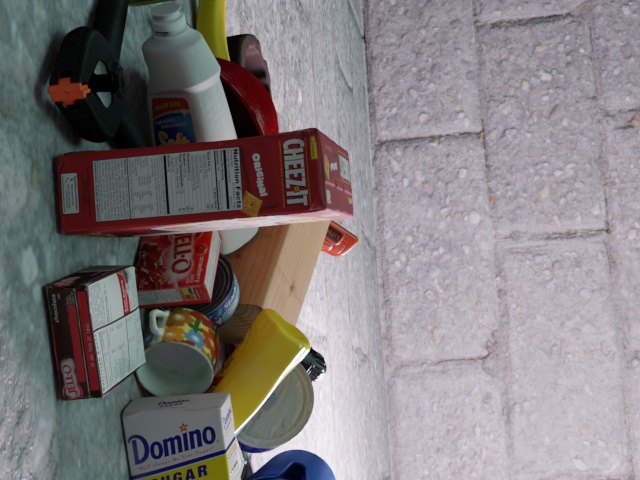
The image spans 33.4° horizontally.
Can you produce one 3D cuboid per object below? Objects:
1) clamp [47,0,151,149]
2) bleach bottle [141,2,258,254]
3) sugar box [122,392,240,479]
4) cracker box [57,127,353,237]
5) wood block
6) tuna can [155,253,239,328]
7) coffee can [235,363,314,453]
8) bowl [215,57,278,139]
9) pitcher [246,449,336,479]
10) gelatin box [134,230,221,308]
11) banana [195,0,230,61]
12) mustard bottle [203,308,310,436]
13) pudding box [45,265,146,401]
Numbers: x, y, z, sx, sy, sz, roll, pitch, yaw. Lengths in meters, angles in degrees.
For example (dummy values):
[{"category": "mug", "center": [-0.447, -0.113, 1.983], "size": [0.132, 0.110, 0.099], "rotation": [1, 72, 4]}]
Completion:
[{"category": "clamp", "center": [-0.184, -0.125, 0.912], "size": [0.210, 0.036, 0.164], "rotation": [-81, 163, -71]}, {"category": "bleach bottle", "center": [-0.127, -0.109, 1.027], "size": [0.068, 0.103, 0.251], "rotation": [-39, 135, -34]}, {"category": "sugar box", "center": [-0.118, 0.227, 0.956], "size": [0.048, 0.093, 0.176], "rotation": [-57, 141, -74]}, {"category": "cracker box", "center": [-0.089, -0.045, 0.893], "size": [0.164, 0.214, 0.072], "rotation": [3, 82, -81]}, {"category": "wood block", "center": [-0.057, 0.001, 1.144], "size": [0.090, 0.090, 0.206], "rotation": [61, 40, -50]}, {"category": "tuna can", "center": [-0.123, 0.050, 1.044], "size": [0.034, 0.086, 0.086], "rotation": [75, 13, -52]}, {"category": "coffee can", "center": [-0.065, 0.178, 1.165], "size": [0.140, 0.102, 0.103], "rotation": [118, -30, -75]}, {"category": "bowl", "center": [-0.095, -0.126, 1.078], "size": [0.055, 0.162, 0.162], "rotation": [-42, 137, -32]}, {"category": "pitcher", "center": [-0.046, 0.337, 1.291], "size": [0.145, 0.149, 0.242], "rotation": [64, 5, 3]}, {"category": "gelatin box", "center": [-0.136, 0.021, 1.012], "size": [0.089, 0.073, 0.030], "rotation": [-85, 166, -45]}, {"category": "banana", "center": [-0.118, -0.226, 1.286], "size": [0.037, 0.070, 0.198], "rotation": [11, 56, -57]}, {"category": "mustard bottle", "center": [-0.089, 0.155, 1.014], "size": [0.191, 0.058, 0.096], "rotation": [-52, -171, 1]}, {"category": "pudding box", "center": [-0.176, 0.070, 0.848], "size": [0.113, 0.039, 0.090], "rotation": [-35, 120, -78]}]
